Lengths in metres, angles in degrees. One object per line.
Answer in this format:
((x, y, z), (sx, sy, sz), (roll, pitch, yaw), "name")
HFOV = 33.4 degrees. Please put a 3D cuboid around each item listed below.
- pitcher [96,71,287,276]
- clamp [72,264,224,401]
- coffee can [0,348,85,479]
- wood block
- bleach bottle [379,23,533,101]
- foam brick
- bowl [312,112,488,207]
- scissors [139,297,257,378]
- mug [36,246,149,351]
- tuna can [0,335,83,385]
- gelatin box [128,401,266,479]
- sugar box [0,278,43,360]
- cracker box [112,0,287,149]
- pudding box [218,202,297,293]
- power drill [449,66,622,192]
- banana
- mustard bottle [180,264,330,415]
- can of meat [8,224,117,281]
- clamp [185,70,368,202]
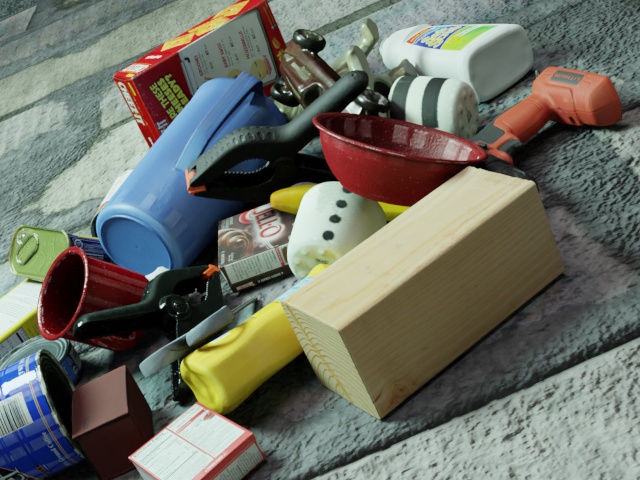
((-0.140, -0.073, 1.188), (0.145, 0.149, 0.242), (-3, 37, 35), "pitcher")
((-0.149, 0.069, 0.994), (0.039, 0.120, 0.171), (-57, 5, 32), "clamp")
((-0.278, 0.168, 0.904), (0.140, 0.103, 0.103), (-25, 27, -2), "coffee can")
((0.085, 0.036, 0.858), (0.205, 0.091, 0.090), (-35, 28, -20), "wood block")
((0.146, -0.228, 1.320), (0.102, 0.068, 0.251), (-34, 26, -19), "bleach bottle")
((-0.175, 0.154, 0.902), (0.053, 0.051, 0.078), (-25, 26, 0), "foam brick")
((0.067, -0.070, 0.970), (0.162, 0.055, 0.162), (10, 17, -3), "bowl")
((-0.082, 0.066, 0.933), (0.096, 0.016, 0.201), (-35, -1, 35), "scissors")
((-0.212, 0.067, 1.030), (0.093, 0.081, 0.117), (-59, 39, 13), "mug")
((-0.278, 0.130, 1.049), (0.086, 0.033, 0.086), (-19, 27, 10), "tuna can")
((-0.097, 0.170, 0.833), (0.073, 0.030, 0.089), (-39, 30, -24), "gelatin box")
((-0.348, 0.112, 1.127), (0.094, 0.048, 0.176), (7, 43, 49), "sugar box")
((-0.134, -0.190, 1.365), (0.213, 0.164, 0.072), (-36, 27, -22), "cracker box")
((-0.057, 0.001, 1.094), (0.090, 0.039, 0.113), (-21, 28, 5), "pudding box")
((0.200, -0.098, 1.042), (0.187, 0.057, 0.185), (-32, 28, -15), "power drill")
((0.050, -0.040, 1.051), (0.198, 0.037, 0.069), (2, -7, 27), "banana")
((-0.025, 0.072, 0.910), (0.191, 0.058, 0.096), (-35, 0, -22), "mustard bottle")
((-0.280, 0.018, 1.184), (0.102, 0.057, 0.083), (7, -2, 39), "can of meat")
((-0.034, -0.092, 1.069), (0.210, 0.164, 0.036), (-10, 49, -3), "clamp")
